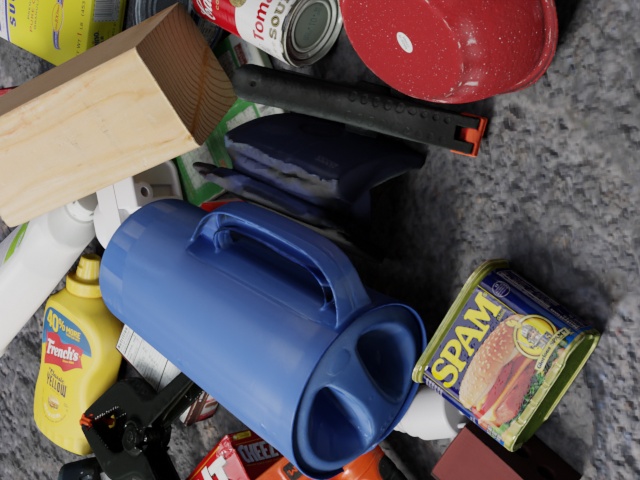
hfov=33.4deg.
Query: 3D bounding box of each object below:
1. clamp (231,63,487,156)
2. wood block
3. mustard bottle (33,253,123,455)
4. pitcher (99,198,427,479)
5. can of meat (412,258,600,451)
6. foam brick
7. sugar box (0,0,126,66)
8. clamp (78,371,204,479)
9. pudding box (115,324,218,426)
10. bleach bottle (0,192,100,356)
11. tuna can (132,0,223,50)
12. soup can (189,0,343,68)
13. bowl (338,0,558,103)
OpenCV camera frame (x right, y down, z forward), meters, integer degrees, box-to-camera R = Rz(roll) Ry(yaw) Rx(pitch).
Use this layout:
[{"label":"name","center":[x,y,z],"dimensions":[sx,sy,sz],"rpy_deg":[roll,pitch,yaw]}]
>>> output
[{"label":"clamp","center":[0.024,-0.091,0.727],"dimensions":[0.172,0.120,0.039],"rpy_deg":[14,105,18]},{"label":"wood block","center":[-0.182,-0.096,0.854],"dimensions":[0.206,0.090,0.090],"rpy_deg":[-19,115,29]},{"label":"mustard bottle","center":[-0.230,0.103,1.025],"dimensions":[0.096,0.058,0.192],"rpy_deg":[28,116,38]},{"label":"pitcher","center":[-0.052,0.050,0.776],"dimensions":[0.243,0.144,0.149],"rpy_deg":[28,93,36]},{"label":"can of meat","center":[0.124,0.077,0.715],"dimensions":[0.084,0.057,0.102],"rpy_deg":[38,110,25]},{"label":"foam brick","center":[0.128,0.163,0.740],"dimensions":[0.078,0.052,0.051],"rpy_deg":[41,123,25]},{"label":"sugar box","center":[-0.253,-0.220,0.984],"dimensions":[0.176,0.048,0.093],"rpy_deg":[27,116,32]},{"label":"clamp","center":[-0.145,0.160,0.920],"dimensions":[0.210,0.036,0.164],"rpy_deg":[12,92,51]},{"label":"pudding box","center":[-0.128,0.094,0.951],"dimensions":[0.114,0.039,0.090],"rpy_deg":[44,126,28]},{"label":"bleach bottle","center":[-0.272,0.022,1.006],"dimensions":[0.251,0.068,0.102],"rpy_deg":[-36,33,44]},{"label":"tuna can","center":[-0.116,-0.190,0.872],"dimensions":[0.086,0.033,0.086],"rpy_deg":[0,90,43]},{"label":"soup can","center":[-0.041,-0.179,0.799],"dimensions":[0.102,0.068,0.068],"rpy_deg":[33,119,30]},{"label":"bowl","center":[0.066,-0.141,0.672],"dimensions":[0.162,0.055,0.162],"rpy_deg":[32,153,19]}]
